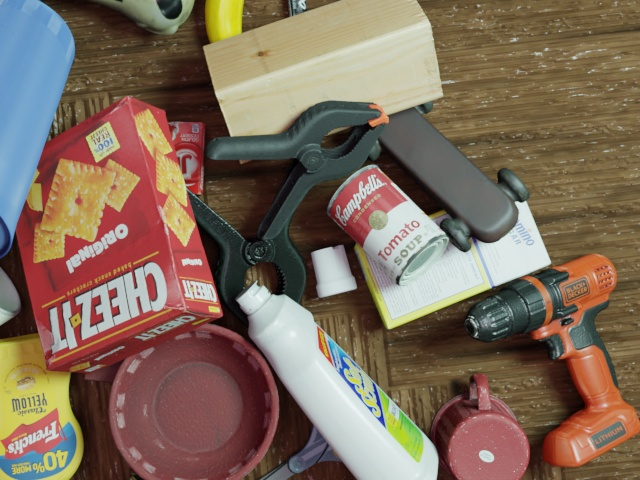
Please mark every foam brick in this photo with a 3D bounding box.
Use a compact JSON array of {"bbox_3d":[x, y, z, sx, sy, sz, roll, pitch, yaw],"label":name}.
[{"bbox_3d":[-0.202,0.101,1.066,0.051,0.053,0.078,7,92,-1],"label":"foam brick"}]

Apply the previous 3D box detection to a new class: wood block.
[{"bbox_3d":[0.002,-0.163,1.027,0.206,0.091,0.090,-18,132,0],"label":"wood block"}]

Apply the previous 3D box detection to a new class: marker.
[{"bbox_3d":[-0.025,-0.249,1.076,0.020,0.020,0.121,-6,92,-1],"label":"marker"}]

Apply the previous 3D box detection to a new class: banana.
[{"bbox_3d":[-0.073,-0.260,1.061,0.069,0.037,0.198,13,102,-19],"label":"banana"}]

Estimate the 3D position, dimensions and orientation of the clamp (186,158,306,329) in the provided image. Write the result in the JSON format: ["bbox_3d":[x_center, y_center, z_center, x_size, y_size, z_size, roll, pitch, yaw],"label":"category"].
[{"bbox_3d":[-0.057,0.001,1.068,0.164,0.036,0.210,-20,100,-12],"label":"clamp"}]

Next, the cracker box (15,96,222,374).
[{"bbox_3d":[-0.200,-0.002,0.998,0.164,0.072,0.214,-24,72,22],"label":"cracker box"}]

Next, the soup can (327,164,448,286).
[{"bbox_3d":[0.064,-0.014,1.020,0.068,0.068,0.102,-44,70,0],"label":"soup can"}]

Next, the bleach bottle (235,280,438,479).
[{"bbox_3d":[0.009,0.143,1.024,0.068,0.102,0.251,-39,97,17],"label":"bleach bottle"}]

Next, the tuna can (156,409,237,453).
[{"bbox_3d":[-0.124,0.212,1.080,0.086,0.034,0.086,0,92,-1],"label":"tuna can"}]

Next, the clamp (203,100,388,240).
[{"bbox_3d":[-0.021,-0.085,0.999,0.171,0.039,0.120,-38,129,6],"label":"clamp"}]

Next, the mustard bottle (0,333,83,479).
[{"bbox_3d":[-0.287,0.192,1.063,0.096,0.058,0.191,-9,93,-21],"label":"mustard bottle"}]

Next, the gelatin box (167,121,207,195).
[{"bbox_3d":[-0.161,-0.084,1.073,0.089,0.030,0.073,3,92,-1],"label":"gelatin box"}]

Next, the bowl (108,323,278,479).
[{"bbox_3d":[-0.121,0.162,1.034,0.162,0.055,0.162,0,82,-2],"label":"bowl"}]

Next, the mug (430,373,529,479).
[{"bbox_3d":[0.161,0.191,1.061,0.093,0.081,0.117,1,92,-1],"label":"mug"}]

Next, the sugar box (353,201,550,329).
[{"bbox_3d":[0.131,0.015,1.073,0.176,0.048,0.093,-21,88,-3],"label":"sugar box"}]

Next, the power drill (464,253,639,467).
[{"bbox_3d":[0.234,0.121,1.044,0.184,0.057,0.187,-19,97,-28],"label":"power drill"}]

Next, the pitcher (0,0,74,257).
[{"bbox_3d":[-0.312,-0.103,0.971,0.149,0.145,0.242,-5,51,22],"label":"pitcher"}]

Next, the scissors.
[{"bbox_3d":[-0.022,0.206,1.091,0.201,0.016,0.096,-17,90,-1],"label":"scissors"}]
